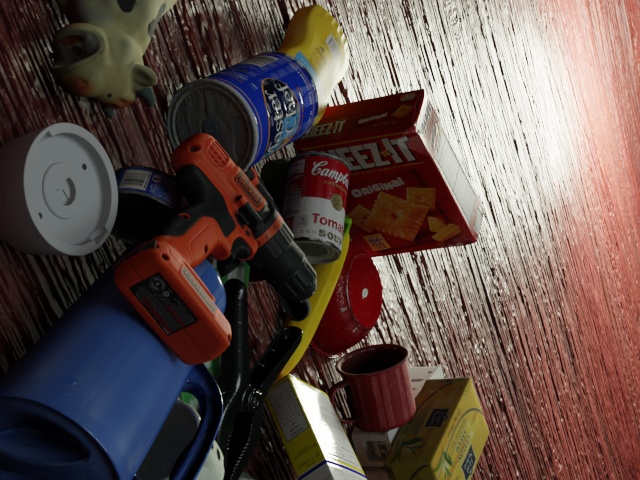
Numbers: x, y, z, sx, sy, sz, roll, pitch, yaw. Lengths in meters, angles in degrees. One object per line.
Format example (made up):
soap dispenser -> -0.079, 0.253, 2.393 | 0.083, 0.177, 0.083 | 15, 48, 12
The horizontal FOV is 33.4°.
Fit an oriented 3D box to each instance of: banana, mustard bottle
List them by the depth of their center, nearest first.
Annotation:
banana -> -0.012, 0.064, 1.209 | 0.069, 0.037, 0.198 | 34, 78, -76
mustard bottle -> -0.025, -0.186, 1.248 | 0.096, 0.058, 0.191 | 62, 36, -35

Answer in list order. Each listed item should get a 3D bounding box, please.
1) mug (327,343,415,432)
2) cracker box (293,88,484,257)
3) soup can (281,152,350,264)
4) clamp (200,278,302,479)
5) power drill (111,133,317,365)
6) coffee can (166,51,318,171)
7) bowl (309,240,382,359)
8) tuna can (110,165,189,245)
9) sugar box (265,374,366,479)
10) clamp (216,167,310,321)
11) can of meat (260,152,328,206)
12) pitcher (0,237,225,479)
mug -> 0.061, 0.186, 1.308 | 0.117, 0.093, 0.081 | -20, 107, -26
cracker box -> 0.087, -0.075, 1.315 | 0.213, 0.164, 0.072 | 56, 38, -39
soup can -> -0.006, -0.033, 1.136 | 0.068, 0.069, 0.102 | 38, 52, -51
clamp -> -0.076, 0.157, 1.082 | 0.164, 0.036, 0.210 | 33, 67, -61
power drill -> -0.084, 0.019, 0.903 | 0.184, 0.057, 0.187 | 50, 32, -16
coffee can -> -0.078, -0.131, 1.102 | 0.140, 0.103, 0.103 | -38, 118, -56
bowl -> 0.031, 0.063, 1.303 | 0.161, 0.055, 0.162 | 15, 72, -58
tuna can -> -0.156, -0.029, 0.964 | 0.086, 0.086, 0.033 | 53, 40, -42
sugar box -> 0.004, 0.236, 1.151 | 0.093, 0.048, 0.176 | 37, 24, -51
clamp -> -0.057, 0.001, 1.056 | 0.120, 0.039, 0.171 | 47, 26, -35
can of meat -> -0.023, -0.048, 1.230 | 0.083, 0.058, 0.102 | -12, 94, -57
pitcher -> -0.162, 0.109, 0.880 | 0.149, 0.145, 0.242 | 64, 32, -25
